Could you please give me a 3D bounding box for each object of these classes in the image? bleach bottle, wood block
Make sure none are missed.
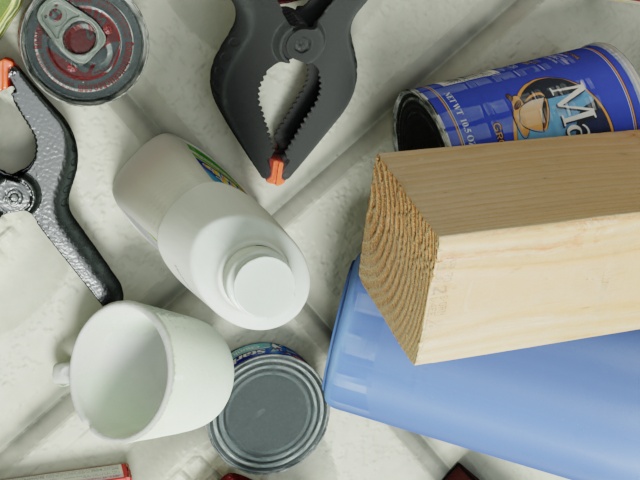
[{"bbox_3d":[-0.054,0.001,0.585,0.102,0.251,0.068,43,88,-20],"label":"bleach bottle"},{"bbox_3d":[0.137,-0.001,0.626,0.205,0.091,0.090,-7,126,-19],"label":"wood block"}]

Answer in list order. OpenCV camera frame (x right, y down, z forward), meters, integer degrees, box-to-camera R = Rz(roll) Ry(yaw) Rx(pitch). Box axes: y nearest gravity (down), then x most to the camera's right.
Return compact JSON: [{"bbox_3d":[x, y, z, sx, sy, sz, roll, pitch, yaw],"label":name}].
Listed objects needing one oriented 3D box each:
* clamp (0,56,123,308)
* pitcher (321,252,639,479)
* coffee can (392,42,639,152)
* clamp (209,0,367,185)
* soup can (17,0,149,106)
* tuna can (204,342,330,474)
[{"bbox_3d":[-0.196,-0.022,0.652,0.120,0.039,0.171,-15,103,-18],"label":"clamp"},{"bbox_3d":[0.130,0.082,0.703,0.243,0.145,0.149,13,143,5],"label":"pitcher"},{"bbox_3d":[0.131,-0.066,0.705,0.140,0.103,0.103,-15,106,-13],"label":"coffee can"},{"bbox_3d":[-0.007,-0.131,0.648,0.164,0.036,0.210,-9,127,-17],"label":"clamp"},{"bbox_3d":[-0.139,-0.115,0.614,0.068,0.102,0.068,-4,103,-16],"label":"soup can"},{"bbox_3d":[-0.039,0.114,0.730,0.086,0.034,0.086,-4,103,-16],"label":"tuna can"}]
